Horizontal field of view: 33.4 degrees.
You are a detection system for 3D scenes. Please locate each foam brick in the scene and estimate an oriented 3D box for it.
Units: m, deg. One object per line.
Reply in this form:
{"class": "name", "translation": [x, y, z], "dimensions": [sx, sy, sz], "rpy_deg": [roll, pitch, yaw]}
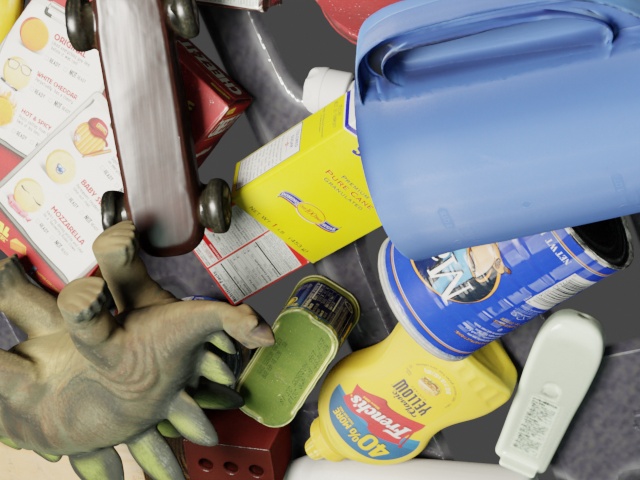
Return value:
{"class": "foam brick", "translation": [-0.068, 0.174, 0.894], "dimensions": [0.078, 0.051, 0.053], "rpy_deg": [4, 122, 14]}

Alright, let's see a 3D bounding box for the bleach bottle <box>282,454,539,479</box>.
{"class": "bleach bottle", "translation": [0.058, 0.229, 0.891], "dimensions": [0.251, 0.068, 0.102], "rpy_deg": [-2, 113, 28]}

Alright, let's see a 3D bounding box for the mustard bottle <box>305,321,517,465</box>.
{"class": "mustard bottle", "translation": [0.055, 0.125, 0.843], "dimensions": [0.096, 0.058, 0.192], "rpy_deg": [46, 124, -8]}

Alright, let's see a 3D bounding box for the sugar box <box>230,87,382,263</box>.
{"class": "sugar box", "translation": [0.030, -0.055, 0.756], "dimensions": [0.177, 0.048, 0.093], "rpy_deg": [-28, 129, 35]}

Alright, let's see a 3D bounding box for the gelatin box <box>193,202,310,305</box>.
{"class": "gelatin box", "translation": [-0.056, 0.001, 0.850], "dimensions": [0.089, 0.030, 0.073], "rpy_deg": [-30, 100, 33]}

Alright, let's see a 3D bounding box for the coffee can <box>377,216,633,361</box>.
{"class": "coffee can", "translation": [0.124, 0.007, 0.728], "dimensions": [0.141, 0.102, 0.103], "rpy_deg": [-35, 96, 33]}

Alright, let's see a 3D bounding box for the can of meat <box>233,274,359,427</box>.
{"class": "can of meat", "translation": [-0.019, 0.086, 0.827], "dimensions": [0.057, 0.084, 0.102], "rpy_deg": [32, 107, 2]}

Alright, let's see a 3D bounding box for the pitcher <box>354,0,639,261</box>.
{"class": "pitcher", "translation": [0.143, -0.076, 0.560], "dimensions": [0.243, 0.149, 0.145], "rpy_deg": [-10, 101, 25]}

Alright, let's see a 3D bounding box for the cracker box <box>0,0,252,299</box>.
{"class": "cracker box", "translation": [-0.182, -0.082, 0.817], "dimensions": [0.164, 0.072, 0.214], "rpy_deg": [43, 109, 1]}
